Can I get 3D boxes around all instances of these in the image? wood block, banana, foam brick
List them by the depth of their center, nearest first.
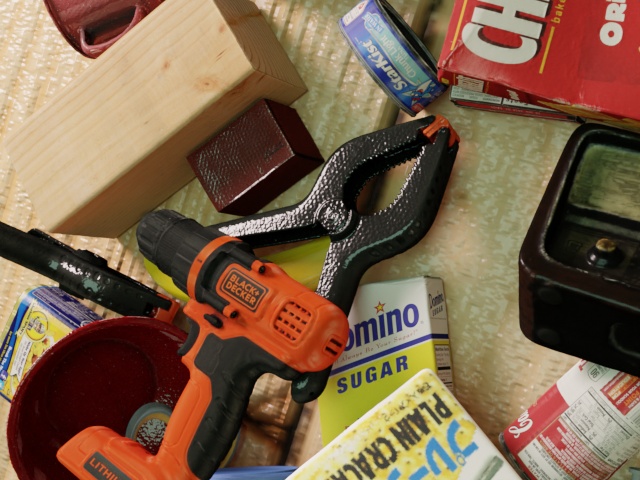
[{"bbox_3d":[-0.048,-0.060,0.795,0.078,0.051,0.053,-34,74,19],"label":"foam brick"},{"bbox_3d":[-0.061,0.019,0.804,0.198,0.037,0.069,5,88,25],"label":"banana"},{"bbox_3d":[-0.128,-0.095,0.813,0.206,0.090,0.090,-36,73,19],"label":"wood block"}]

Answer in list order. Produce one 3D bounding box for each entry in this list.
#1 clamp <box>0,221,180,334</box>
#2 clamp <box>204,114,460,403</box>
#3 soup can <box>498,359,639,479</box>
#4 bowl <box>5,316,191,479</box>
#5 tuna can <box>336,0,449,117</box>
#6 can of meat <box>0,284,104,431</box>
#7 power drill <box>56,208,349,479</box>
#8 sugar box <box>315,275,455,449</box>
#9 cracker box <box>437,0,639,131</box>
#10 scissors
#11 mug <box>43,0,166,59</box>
[{"bbox_3d":[-0.193,0.023,0.824,0.172,0.120,0.039,22,93,20],"label":"clamp"},{"bbox_3d":[0.017,0.000,0.736,0.210,0.036,0.165,-37,59,8],"label":"clamp"},{"bbox_3d":[0.172,0.115,0.673,0.102,0.068,0.068,-47,70,15],"label":"soup can"},{"bbox_3d":[-0.157,0.124,0.801,0.055,0.161,0.162,34,103,60],"label":"bowl"},{"bbox_3d":[0.051,-0.128,0.735,0.034,0.086,0.086,-38,72,16],"label":"tuna can"},{"bbox_3d":[-0.213,0.096,0.859,0.084,0.057,0.102,30,98,26],"label":"can of meat"},{"bbox_3d":[-0.093,0.084,0.708,0.185,0.057,0.187,30,88,34],"label":"power drill"},{"bbox_3d":[0.047,0.117,0.743,0.093,0.048,0.176,-10,83,24],"label":"sugar box"},{"bbox_3d":[0.194,-0.152,0.647,0.214,0.072,0.164,16,93,6],"label":"cracker box"},{"bbox_3d":[-0.121,0.204,0.801,0.016,0.096,0.202,31,100,62],"label":"scissors"},{"bbox_3d":[-0.160,-0.191,0.830,0.082,0.093,0.117,-19,52,18],"label":"mug"}]
